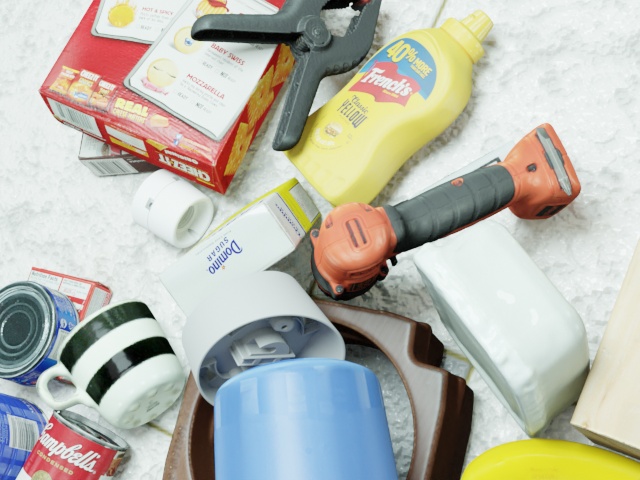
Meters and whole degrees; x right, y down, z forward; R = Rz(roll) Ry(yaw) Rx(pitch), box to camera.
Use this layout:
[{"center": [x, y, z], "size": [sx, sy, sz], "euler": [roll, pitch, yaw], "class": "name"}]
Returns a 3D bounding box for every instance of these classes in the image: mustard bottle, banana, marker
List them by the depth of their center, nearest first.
[{"center": [0.179, 0.169, 0.700], "size": [0.198, 0.037, 0.069], "euler": [8, 66, 9], "class": "banana"}, {"center": [0.100, -0.041, 0.831], "size": [0.121, 0.020, 0.020], "euler": [-29, 63, 12], "class": "marker"}, {"center": [0.062, -0.111, 0.848], "size": [0.191, 0.058, 0.096], "euler": [-43, 44, 3], "class": "mustard bottle"}]

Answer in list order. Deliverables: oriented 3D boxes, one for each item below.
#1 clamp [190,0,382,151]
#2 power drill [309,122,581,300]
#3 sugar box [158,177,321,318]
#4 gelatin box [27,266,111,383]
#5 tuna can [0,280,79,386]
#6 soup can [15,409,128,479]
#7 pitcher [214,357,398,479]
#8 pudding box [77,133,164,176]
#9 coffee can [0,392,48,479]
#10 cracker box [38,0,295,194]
[{"center": [-0.020, -0.163, 0.845], "size": [0.171, 0.120, 0.039], "euler": [-50, 18, -30], "class": "clamp"}, {"center": [0.081, -0.011, 0.766], "size": [0.187, 0.184, 0.057], "euler": [-24, 82, -6], "class": "power drill"}, {"center": [-0.055, 0.001, 0.799], "size": [0.093, 0.176, 0.048], "euler": [-35, 92, 9], "class": "sugar box"}, {"center": [-0.230, 0.073, 0.929], "size": [0.073, 0.030, 0.089], "euler": [11, 77, 28], "class": "gelatin box"}, {"center": [-0.247, 0.078, 0.897], "size": [0.086, 0.033, 0.086], "euler": [-8, 69, 23], "class": "tuna can"}, {"center": [-0.208, 0.195, 0.856], "size": [0.069, 0.068, 0.102], "euler": [26, 84, 28], "class": "soup can"}, {"center": [-0.014, 0.199, 0.635], "size": [0.145, 0.149, 0.243], "euler": [-21, 62, 27], "class": "pitcher"}, {"center": [-0.157, -0.109, 0.956], "size": [0.114, 0.039, 0.090], "euler": [-2, 68, 20], "class": "pudding box"}, {"center": [-0.299, 0.164, 0.864], "size": [0.103, 0.140, 0.103], "euler": [-8, 69, 21], "class": "coffee can"}, {"center": [-0.109, -0.167, 0.901], "size": [0.164, 0.072, 0.213], "euler": [23, 72, 10], "class": "cracker box"}]
